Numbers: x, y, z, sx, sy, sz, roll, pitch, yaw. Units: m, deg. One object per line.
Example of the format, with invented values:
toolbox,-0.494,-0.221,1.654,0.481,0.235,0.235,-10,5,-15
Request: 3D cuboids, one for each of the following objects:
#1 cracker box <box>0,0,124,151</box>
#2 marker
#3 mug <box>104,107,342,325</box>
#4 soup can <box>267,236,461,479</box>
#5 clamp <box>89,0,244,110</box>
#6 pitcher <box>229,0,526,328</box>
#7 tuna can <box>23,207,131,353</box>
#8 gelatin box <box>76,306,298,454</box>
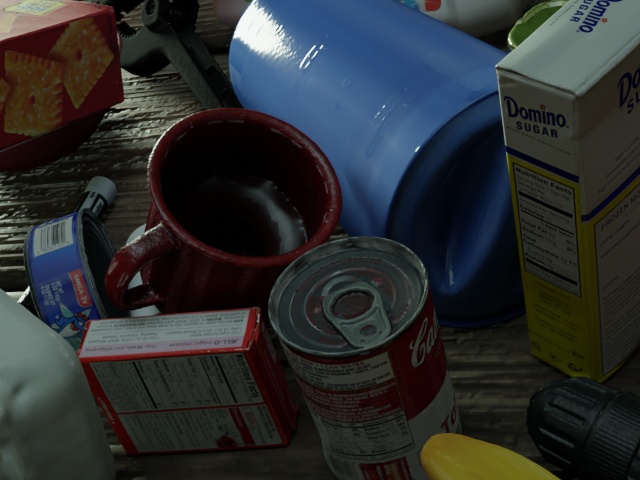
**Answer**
cracker box,-0.248,-0.094,0.629,0.164,0.072,0.213,11,26,29
marker,-0.157,0.006,0.661,0.020,0.020,0.121,0,43,20
mug,-0.053,0.001,0.522,0.117,0.082,0.093,-31,70,-33
soup can,0.023,0.058,0.472,0.068,0.102,0.068,-10,41,9
clamp,-0.107,-0.157,0.780,0.210,0.036,0.164,1,86,45
pitcher,0.033,-0.059,0.594,0.149,0.145,0.243,-17,34,-20
tuna can,-0.127,0.028,0.574,0.034,0.086,0.086,-19,40,1
gelatin box,-0.062,0.068,0.513,0.089,0.073,0.030,-6,42,14
